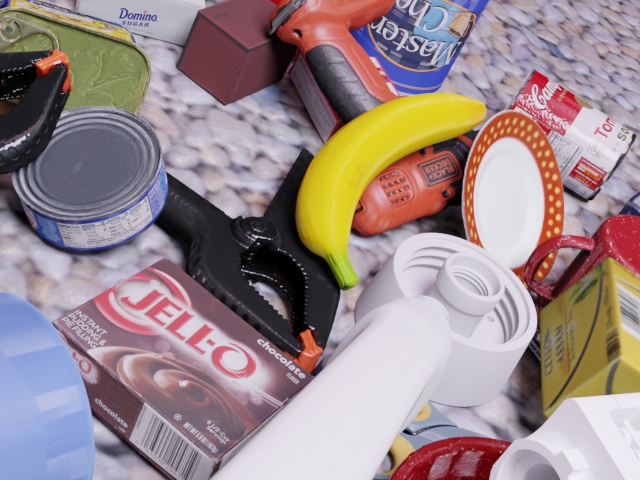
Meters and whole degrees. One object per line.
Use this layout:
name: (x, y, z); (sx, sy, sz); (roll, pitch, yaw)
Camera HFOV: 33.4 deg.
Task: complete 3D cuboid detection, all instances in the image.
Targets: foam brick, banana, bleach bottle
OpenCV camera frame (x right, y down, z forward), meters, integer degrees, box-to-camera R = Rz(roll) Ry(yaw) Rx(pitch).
foam brick: (-0.059, -0.146, 0.803); (0.053, 0.051, 0.078); (39, 38, 14)
banana: (0.038, -0.048, 0.682); (0.069, 0.037, 0.197); (43, 54, -4)
bleach bottle: (0.002, 0.101, 0.515); (0.068, 0.103, 0.250); (38, 36, 7)

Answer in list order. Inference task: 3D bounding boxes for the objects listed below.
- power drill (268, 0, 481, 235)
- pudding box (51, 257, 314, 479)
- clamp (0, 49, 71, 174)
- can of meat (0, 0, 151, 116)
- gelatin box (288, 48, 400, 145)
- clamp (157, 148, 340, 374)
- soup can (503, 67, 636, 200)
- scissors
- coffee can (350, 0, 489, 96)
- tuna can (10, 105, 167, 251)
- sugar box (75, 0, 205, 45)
power drill: (0.059, -0.108, 0.777); (0.184, 0.057, 0.188); (-22, 81, -40)
pudding box: (-0.074, 0.067, 0.555); (0.113, 0.039, 0.089); (39, 38, 13)
clamp: (-0.217, -0.060, 0.586); (0.120, 0.039, 0.171); (38, 56, 9)
can of meat: (-0.164, -0.117, 0.679); (0.102, 0.057, 0.084); (14, 17, -19)
gelatin box: (0.024, -0.109, 0.831); (0.073, 0.030, 0.089); (-1, 47, -31)
clamp: (-0.054, 0.001, 0.647); (0.164, 0.036, 0.210); (6, 38, -24)
soup can: (0.200, -0.087, 0.885); (0.102, 0.069, 0.068); (34, 37, 6)
scissors: (0.081, 0.129, 0.600); (0.202, 0.016, 0.096); (30, 39, 2)
coffee can: (0.084, -0.201, 0.884); (0.102, 0.140, 0.103); (17, 38, -15)
tuna can: (-0.132, -0.036, 0.616); (0.086, 0.034, 0.086); (-1, 53, 1)
sugar box: (-0.145, -0.230, 0.853); (0.093, 0.048, 0.176); (12, 44, -21)
